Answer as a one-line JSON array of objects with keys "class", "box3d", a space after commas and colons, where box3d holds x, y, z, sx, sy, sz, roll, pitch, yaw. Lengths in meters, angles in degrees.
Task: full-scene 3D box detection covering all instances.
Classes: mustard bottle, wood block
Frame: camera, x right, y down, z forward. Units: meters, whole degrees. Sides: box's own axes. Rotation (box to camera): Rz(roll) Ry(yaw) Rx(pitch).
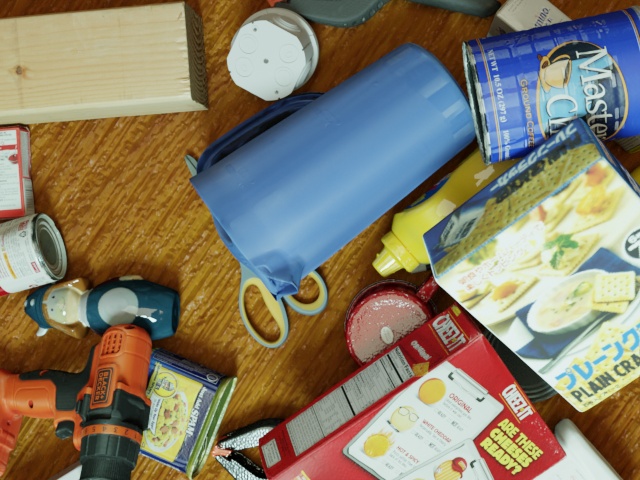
[{"class": "mustard bottle", "box3d": [0.124, -0.035, 0.960, 0.191, 0.096, 0.058, -42, 87, 4]}, {"class": "wood block", "box3d": [-0.216, -0.162, 0.995, 0.206, 0.090, 0.091, -4, 91, 5]}]

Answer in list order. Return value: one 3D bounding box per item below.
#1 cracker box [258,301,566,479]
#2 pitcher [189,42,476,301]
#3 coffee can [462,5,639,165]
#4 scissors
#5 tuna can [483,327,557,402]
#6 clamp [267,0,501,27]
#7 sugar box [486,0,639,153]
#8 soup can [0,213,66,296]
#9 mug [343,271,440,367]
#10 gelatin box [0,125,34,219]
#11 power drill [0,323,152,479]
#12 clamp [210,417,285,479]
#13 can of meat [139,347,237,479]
[{"class": "cracker box", "box3d": [0.078, 0.178, 0.920, 0.214, 0.072, 0.164, -35, 119, 3]}, {"class": "pitcher", "box3d": [0.009, -0.073, 0.956, 0.243, 0.145, 0.149, -36, 96, -4]}, {"class": "coffee can", "box3d": [0.193, -0.123, 0.856, 0.140, 0.102, 0.103, -11, 89, 6]}, {"class": "scissors", "box3d": [-0.057, 0.001, 1.018, 0.096, 0.016, 0.202, -17, 89, 4]}, {"class": "tuna can", "box3d": [0.189, 0.105, 0.986, 0.086, 0.033, 0.086, 0, 90, 5]}, {"class": "clamp", "box3d": [0.049, -0.267, 0.995, 0.210, 0.036, 0.164, -12, 90, 8]}, {"class": "sugar box", "box3d": [0.231, -0.151, 0.951, 0.176, 0.093, 0.048, 43, 92, 3]}, {"class": "soup can", "box3d": [-0.301, 0.018, 1.012, 0.102, 0.068, 0.068, -15, 89, 8]}, {"class": "mug", "box3d": [0.073, 0.074, 0.972, 0.093, 0.081, 0.117, 44, 94, 4]}, {"class": "gelatin box", "box3d": [-0.319, -0.064, 1.035, 0.073, 0.030, 0.089, -4, 90, 7]}, {"class": "power drill", "box3d": [-0.239, 0.173, 0.962, 0.188, 0.057, 0.184, -11, 55, 24]}, {"class": "clamp", "box3d": [-0.013, 0.203, 1.002, 0.171, 0.039, 0.120, 21, 92, 1]}, {"class": "can of meat", "box3d": [-0.137, 0.160, 1.005, 0.084, 0.057, 0.102, 21, 91, 7]}]
